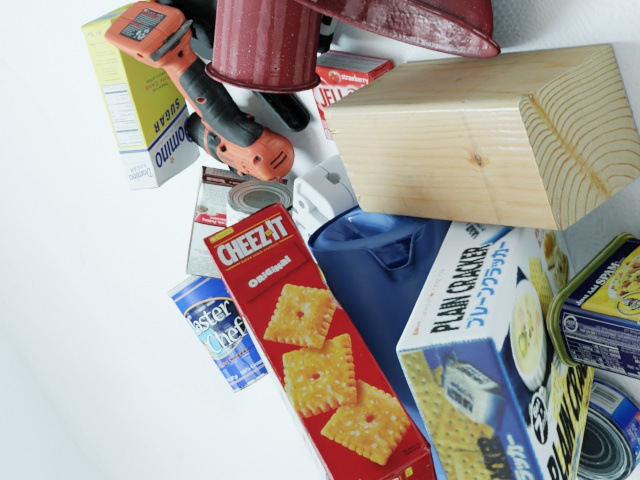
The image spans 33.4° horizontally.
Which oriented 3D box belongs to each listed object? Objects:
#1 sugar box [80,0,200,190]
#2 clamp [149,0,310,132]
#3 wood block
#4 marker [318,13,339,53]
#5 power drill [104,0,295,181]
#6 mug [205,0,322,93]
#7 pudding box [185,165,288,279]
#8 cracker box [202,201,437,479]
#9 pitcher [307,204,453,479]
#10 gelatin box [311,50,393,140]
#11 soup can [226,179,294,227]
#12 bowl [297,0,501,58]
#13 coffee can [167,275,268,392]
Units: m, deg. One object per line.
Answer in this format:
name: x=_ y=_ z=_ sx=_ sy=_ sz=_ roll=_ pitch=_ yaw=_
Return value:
sugar box: x=-0.181 y=-0.150 z=1.095 sx=0.048 sy=0.093 sz=0.176 roll=-5 pitch=113 yaw=28
clamp: x=-0.095 y=-0.203 z=0.976 sx=0.210 sy=0.036 sz=0.164 roll=39 pitch=157 yaw=34
wood block: x=0.106 y=-0.071 z=0.740 sx=0.206 sy=0.090 sz=0.091 roll=9 pitch=127 yaw=56
marker: x=0.011 y=-0.188 z=0.844 sx=0.020 sy=0.020 sz=0.121 roll=49 pitch=152 yaw=13
power drill: x=-0.120 y=-0.142 z=1.021 sx=0.187 sy=0.057 sz=0.185 roll=48 pitch=167 yaw=-34
mug: x=-0.037 y=-0.172 z=0.843 sx=0.093 sy=0.117 sz=0.081 roll=14 pitch=115 yaw=14
pudding box: x=-0.086 y=-0.013 z=1.084 sx=0.039 sy=0.090 sz=0.114 roll=-93 pitch=13 yaw=-61
cracker box: x=0.005 y=0.100 z=0.767 sx=0.214 sy=0.072 sz=0.164 roll=59 pitch=173 yaw=29
pitcher: x=0.092 y=0.078 z=0.873 sx=0.145 sy=0.149 sz=0.243 roll=-4 pitch=113 yaw=49
gelatin box: x=0.030 y=-0.115 z=0.882 sx=0.089 sy=0.030 sz=0.073 roll=20 pitch=136 yaw=49
soup can: x=-0.057 y=0.001 z=1.026 sx=0.069 sy=0.068 sz=0.102 roll=32 pitch=132 yaw=39
bowl: x=0.049 y=-0.172 z=0.703 sx=0.162 sy=0.161 sz=0.055 roll=22 pitch=95 yaw=48
coffee can: x=-0.097 y=0.090 z=1.242 sx=0.140 sy=0.102 sz=0.103 roll=56 pitch=154 yaw=-1
